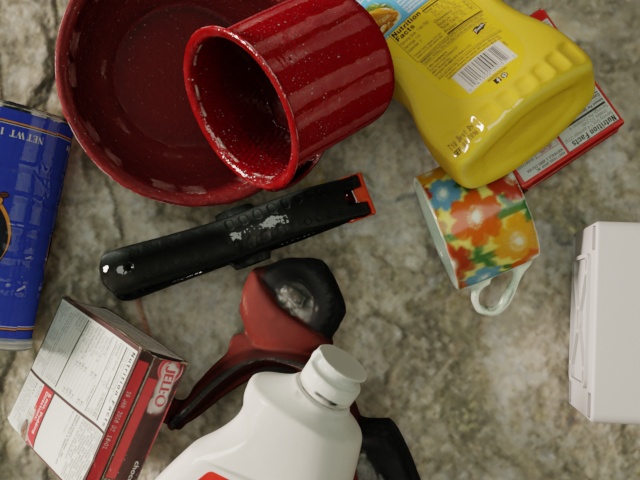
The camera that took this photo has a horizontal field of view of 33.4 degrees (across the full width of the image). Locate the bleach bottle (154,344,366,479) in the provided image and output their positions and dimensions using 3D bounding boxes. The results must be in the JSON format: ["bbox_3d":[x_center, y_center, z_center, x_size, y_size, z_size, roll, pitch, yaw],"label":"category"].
[{"bbox_3d":[-0.061,0.155,0.583,0.102,0.068,0.251,38,109,12],"label":"bleach bottle"}]

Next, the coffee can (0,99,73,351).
[{"bbox_3d":[-0.211,-0.012,0.640,0.103,0.103,0.140,11,88,5],"label":"coffee can"}]

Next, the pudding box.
[{"bbox_3d":[-0.133,0.091,0.628,0.114,0.039,0.090,23,88,50],"label":"pudding box"}]

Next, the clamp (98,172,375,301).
[{"bbox_3d":[-0.054,0.001,0.641,0.171,0.120,0.039,-16,93,-18],"label":"clamp"}]

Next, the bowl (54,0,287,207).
[{"bbox_3d":[-0.078,-0.101,0.644,0.162,0.055,0.162,-1,94,-14],"label":"bowl"}]

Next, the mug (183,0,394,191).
[{"bbox_3d":[-0.014,-0.078,0.588,0.081,0.117,0.093,-32,52,-31],"label":"mug"}]

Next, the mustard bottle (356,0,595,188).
[{"bbox_3d":[0.063,-0.122,0.623,0.096,0.058,0.192,-39,58,-1],"label":"mustard bottle"}]
